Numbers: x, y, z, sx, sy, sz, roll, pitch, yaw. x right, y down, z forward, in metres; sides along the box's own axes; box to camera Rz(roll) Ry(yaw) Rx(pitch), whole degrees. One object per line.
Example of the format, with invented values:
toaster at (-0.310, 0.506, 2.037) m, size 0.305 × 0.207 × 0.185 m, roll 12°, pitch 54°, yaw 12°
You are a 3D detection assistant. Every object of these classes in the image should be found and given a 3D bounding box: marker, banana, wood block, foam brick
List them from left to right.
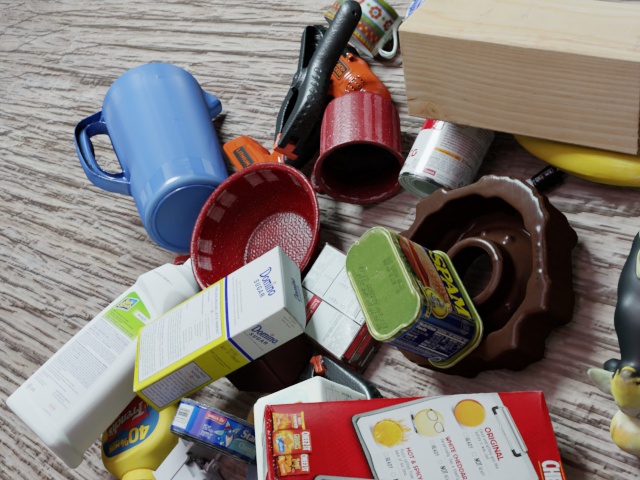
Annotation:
foam brick at (-0.058, 0.114, 1.050) m, size 0.078 × 0.053 × 0.051 m, roll -5°, pitch 43°, yaw 43°
marker at (0.167, -0.033, 0.960) m, size 0.121 × 0.020 × 0.020 m, roll -33°, pitch 44°, yaw 25°
wood block at (0.181, -0.148, 0.901) m, size 0.206 × 0.091 × 0.090 m, roll 14°, pitch 44°, yaw 29°
banana at (0.219, -0.088, 0.918) m, size 0.069 × 0.037 × 0.198 m, roll -33°, pitch 40°, yaw -10°

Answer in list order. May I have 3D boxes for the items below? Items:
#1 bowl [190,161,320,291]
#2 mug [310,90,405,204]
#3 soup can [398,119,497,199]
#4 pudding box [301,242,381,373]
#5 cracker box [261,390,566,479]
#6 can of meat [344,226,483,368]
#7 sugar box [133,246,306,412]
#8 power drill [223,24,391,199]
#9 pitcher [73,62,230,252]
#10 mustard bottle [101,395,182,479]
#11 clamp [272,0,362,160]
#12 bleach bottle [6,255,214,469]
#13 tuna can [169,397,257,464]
bowl at (-0.057, 0.001, 1.120) m, size 0.162 × 0.055 × 0.162 m, roll -13°, pitch 64°, yaw 28°
mug at (0.033, -0.090, 1.086) m, size 0.117 × 0.093 × 0.081 m, roll -38°, pitch 36°, yaw 37°
soup can at (0.124, -0.088, 1.003) m, size 0.069 × 0.068 × 0.102 m, roll 14°, pitch 74°, yaw 49°
pudding box at (0.023, 0.063, 1.025) m, size 0.090 × 0.039 × 0.114 m, roll -56°, pitch 41°, yaw -2°
cracker box at (0.068, 0.199, 0.767) m, size 0.213 × 0.072 × 0.164 m, roll -2°, pitch 51°, yaw -6°
can of meat at (0.073, 0.044, 0.859) m, size 0.058 × 0.083 × 0.102 m, roll -41°, pitch 49°, yaw 23°
sugar box at (-0.098, 0.086, 1.029) m, size 0.176 × 0.048 × 0.093 m, roll -28°, pitch 36°, yaw 16°
power drill at (-0.023, -0.144, 1.201) m, size 0.188 × 0.057 × 0.184 m, roll -47°, pitch 40°, yaw 11°
pitcher at (-0.186, -0.094, 1.259) m, size 0.149 × 0.144 × 0.243 m, roll -44°, pitch 39°, yaw 16°
mustard bottle at (-0.190, 0.197, 1.131) m, size 0.096 × 0.058 × 0.191 m, roll -28°, pitch 47°, yaw 21°
clamp at (-0.006, -0.170, 1.114) m, size 0.120 × 0.039 × 0.171 m, roll 145°, pitch 141°, yaw -65°
bleach bottle at (-0.203, 0.113, 1.119) m, size 0.103 × 0.068 × 0.250 m, roll 33°, pitch 70°, yaw 34°
tuna can at (-0.097, 0.179, 1.001) m, size 0.086 × 0.086 × 0.033 m, roll 6°, pitch 68°, yaw 47°
